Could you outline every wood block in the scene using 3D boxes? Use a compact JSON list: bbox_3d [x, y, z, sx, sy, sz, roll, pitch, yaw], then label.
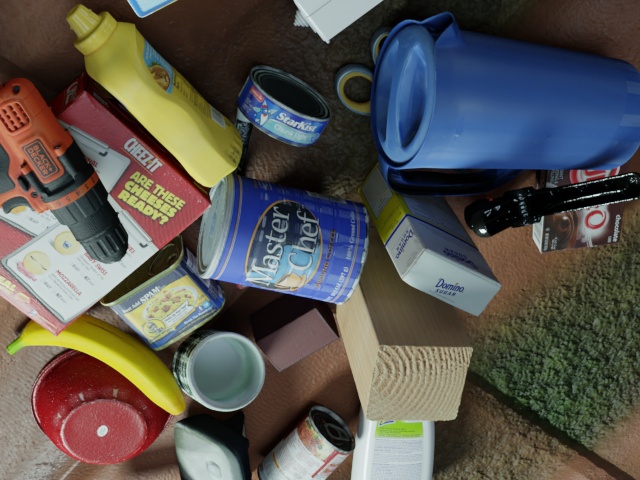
[{"bbox_3d":[0.073,0.078,1.059,0.090,0.206,0.090,1,121,-12],"label":"wood block"}]

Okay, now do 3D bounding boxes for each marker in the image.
[{"bbox_3d":[-0.082,-0.079,1.043,0.020,0.020,0.121,6,120,-15],"label":"marker"}]

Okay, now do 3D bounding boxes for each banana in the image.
[{"bbox_3d":[-0.225,0.117,1.106,0.198,0.037,0.070,21,121,3],"label":"banana"}]

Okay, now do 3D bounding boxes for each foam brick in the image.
[{"bbox_3d":[-0.028,0.092,1.141,0.078,0.053,0.051,-30,122,9],"label":"foam brick"}]

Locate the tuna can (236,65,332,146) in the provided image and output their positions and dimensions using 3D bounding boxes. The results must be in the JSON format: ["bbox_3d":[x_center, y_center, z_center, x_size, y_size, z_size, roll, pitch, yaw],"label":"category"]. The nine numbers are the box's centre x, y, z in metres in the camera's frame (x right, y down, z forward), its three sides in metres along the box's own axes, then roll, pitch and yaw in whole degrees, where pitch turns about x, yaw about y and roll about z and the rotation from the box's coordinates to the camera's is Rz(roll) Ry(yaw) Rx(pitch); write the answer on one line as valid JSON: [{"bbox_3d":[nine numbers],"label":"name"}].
[{"bbox_3d":[-0.033,-0.124,0.985,0.086,0.086,0.034,21,117,-22],"label":"tuna can"}]

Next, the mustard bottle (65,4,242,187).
[{"bbox_3d":[-0.151,-0.135,0.949,0.058,0.096,0.191,-37,121,13],"label":"mustard bottle"}]

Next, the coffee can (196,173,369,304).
[{"bbox_3d":[-0.037,-0.002,1.016,0.140,0.103,0.103,12,119,-17],"label":"coffee can"}]

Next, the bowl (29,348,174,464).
[{"bbox_3d":[-0.235,0.191,1.164,0.162,0.055,0.162,-5,122,-8],"label":"bowl"}]

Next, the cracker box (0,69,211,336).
[{"bbox_3d":[-0.237,-0.032,1.013,0.214,0.072,0.164,-39,120,13],"label":"cracker box"}]

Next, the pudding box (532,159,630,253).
[{"bbox_3d":[0.271,-0.047,1.118,0.090,0.039,0.113,-7,123,-7],"label":"pudding box"}]

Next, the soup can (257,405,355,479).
[{"bbox_3d":[-0.017,0.250,1.233,0.068,0.068,0.102,32,112,-26],"label":"soup can"}]

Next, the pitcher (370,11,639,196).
[{"bbox_3d":[0.174,-0.118,0.999,0.242,0.149,0.145,3,84,-22],"label":"pitcher"}]

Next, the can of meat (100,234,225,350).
[{"bbox_3d":[-0.159,0.054,1.091,0.102,0.057,0.084,-31,124,10],"label":"can of meat"}]

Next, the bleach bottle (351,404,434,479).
[{"bbox_3d":[0.094,0.217,1.238,0.102,0.068,0.251,0,119,-11],"label":"bleach bottle"}]

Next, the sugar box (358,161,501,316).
[{"bbox_3d":[0.101,-0.004,1.031,0.093,0.176,0.048,25,114,-24],"label":"sugar box"}]

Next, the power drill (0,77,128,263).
[{"bbox_3d":[-0.283,-0.027,0.933,0.188,0.057,0.184,-27,111,5],"label":"power drill"}]

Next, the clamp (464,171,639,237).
[{"bbox_3d":[0.186,-0.030,1.018,0.164,0.210,0.036,-13,92,-17],"label":"clamp"}]

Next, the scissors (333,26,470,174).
[{"bbox_3d":[0.081,-0.114,1.052,0.096,0.016,0.201,-24,122,3],"label":"scissors"}]
